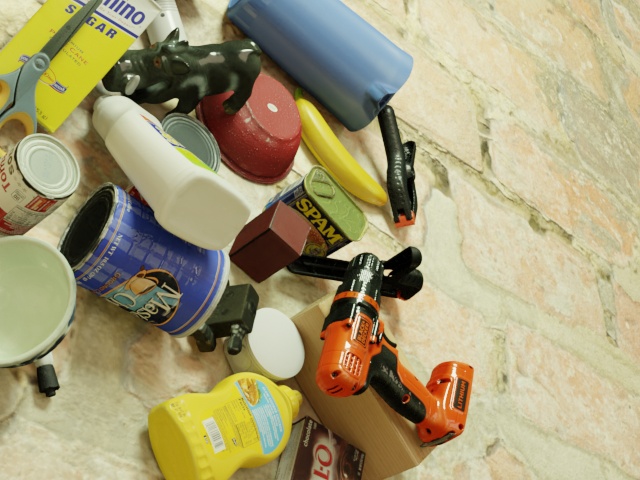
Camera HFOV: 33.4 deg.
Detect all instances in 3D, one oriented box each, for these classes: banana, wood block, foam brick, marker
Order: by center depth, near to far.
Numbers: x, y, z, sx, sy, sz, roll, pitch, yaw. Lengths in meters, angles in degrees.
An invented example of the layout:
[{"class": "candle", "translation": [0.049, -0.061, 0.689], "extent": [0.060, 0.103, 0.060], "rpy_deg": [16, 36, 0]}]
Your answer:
[{"class": "marker", "translation": [-0.261, 0.086, 0.984], "extent": [0.020, 0.020, 0.121], "rpy_deg": [3, 63, -47]}, {"class": "wood block", "translation": [0.045, 0.161, 1.214], "extent": [0.090, 0.091, 0.206], "rpy_deg": [-31, 89, -51]}, {"class": "foam brick", "translation": [-0.058, 0.001, 1.219], "extent": [0.051, 0.078, 0.053], "rpy_deg": [41, 41, -19]}, {"class": "banana", "translation": [0.022, -0.118, 1.423], "extent": [0.198, 0.037, 0.069], "rpy_deg": [53, 37, -7]}]

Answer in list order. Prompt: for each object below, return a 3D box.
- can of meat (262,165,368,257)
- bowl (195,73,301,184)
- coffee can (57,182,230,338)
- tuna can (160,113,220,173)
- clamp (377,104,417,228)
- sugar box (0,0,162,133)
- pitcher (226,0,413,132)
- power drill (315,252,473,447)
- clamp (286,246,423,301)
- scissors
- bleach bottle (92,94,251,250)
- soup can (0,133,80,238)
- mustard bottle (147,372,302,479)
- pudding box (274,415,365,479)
[{"class": "can of meat", "translation": [-0.008, -0.028, 1.289], "extent": [0.102, 0.084, 0.057], "rpy_deg": [47, 39, -14]}, {"class": "bowl", "translation": [-0.076, -0.153, 1.324], "extent": [0.161, 0.055, 0.162], "rpy_deg": [27, 48, -34]}, {"class": "coffee can", "translation": [-0.175, 0.021, 1.055], "extent": [0.140, 0.103, 0.102], "rpy_deg": [33, 44, -29]}, {"class": "tuna can", "translation": [-0.157, -0.100, 1.214], "extent": [0.086, 0.034, 0.086], "rpy_deg": [27, 47, -34]}, {"class": "clamp", "translation": [0.108, -0.103, 1.486], "extent": [0.120, 0.039, 0.171], "rpy_deg": [46, 33, -46]}, {"class": "sugar box", "translation": [-0.254, -0.204, 1.092], "extent": [0.093, 0.048, 0.176], "rpy_deg": [42, 80, -20]}, {"class": "pitcher", "translation": [-0.005, -0.270, 1.438], "extent": [0.242, 0.149, 0.145], "rpy_deg": [38, 57, -20]}, {"class": "power drill", "translation": [0.083, 0.123, 1.161], "extent": [0.187, 0.057, 0.184], "rpy_deg": [37, 47, -21]}, {"class": "clamp", "translation": [0.077, 0.041, 1.295], "extent": [0.209, 0.165, 0.036], "rpy_deg": [24, 66, -57]}, {"class": "scissors", "translation": [-0.274, -0.154, 1.054], "extent": [0.201, 0.016, 0.096], "rpy_deg": [-36, 112, -18]}, {"class": "bleach bottle", "translation": [-0.172, -0.087, 1.079], "extent": [0.102, 0.068, 0.251], "rpy_deg": [32, 8, -48]}, {"class": "soup can", "translation": [-0.277, -0.047, 0.988], "extent": [0.068, 0.102, 0.068], "rpy_deg": [27, 48, -34]}, {"class": "mustard bottle", "translation": [-0.083, 0.186, 1.081], "extent": [0.191, 0.058, 0.096], "rpy_deg": [-15, 78, -51]}, {"class": "pudding box", "translation": [-0.003, 0.258, 1.137], "extent": [0.090, 0.039, 0.113], "rpy_deg": [37, 42, -25]}]
